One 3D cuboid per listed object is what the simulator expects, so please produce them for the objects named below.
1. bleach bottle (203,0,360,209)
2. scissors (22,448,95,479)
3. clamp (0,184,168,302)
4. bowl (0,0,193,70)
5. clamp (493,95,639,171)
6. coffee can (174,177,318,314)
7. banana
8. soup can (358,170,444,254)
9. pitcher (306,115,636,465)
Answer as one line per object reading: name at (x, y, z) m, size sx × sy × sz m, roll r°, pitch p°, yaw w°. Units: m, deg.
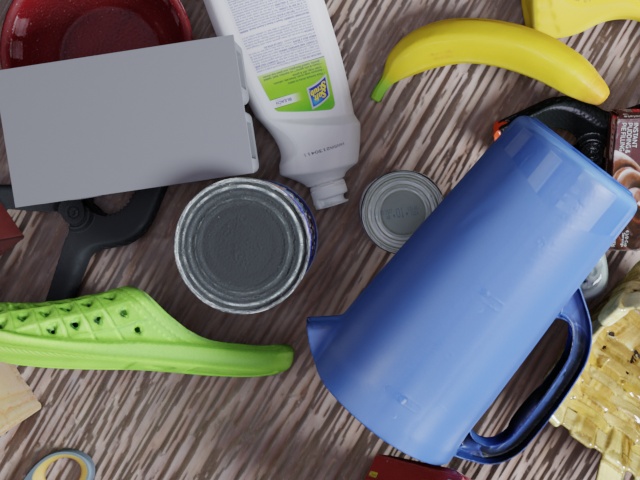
bleach bottle at (-0.034, -0.147, 0.891) m, size 0.102 × 0.068 × 0.251 m, roll -17°, pitch 94°, yaw 3°
scissors at (-0.283, 0.223, 0.941) m, size 0.202 × 0.016 × 0.096 m, roll 8°, pitch 91°, yaw 2°
clamp at (-0.217, -0.030, 0.916) m, size 0.210 × 0.036 × 0.164 m, roll -40°, pitch 91°, yaw 7°
bowl at (-0.183, -0.156, 0.899) m, size 0.162 × 0.055 × 0.162 m, roll 0°, pitch 93°, yaw 2°
clamp at (0.230, -0.068, 0.891) m, size 0.171 × 0.039 × 0.120 m, roll 2°, pitch 107°, yaw 11°
coffee can at (-0.056, 0.001, 0.858) m, size 0.103 × 0.140 × 0.103 m, roll 0°, pitch 93°, yaw 2°
banana at (0.137, -0.148, 0.879) m, size 0.198 × 0.037 × 0.069 m, roll 4°, pitch 110°, yaw 22°
soup can at (0.065, -0.024, 0.871) m, size 0.068 × 0.102 × 0.068 m, roll 0°, pitch 92°, yaw 2°
pitcher at (0.121, 0.040, 0.778) m, size 0.243 × 0.149 × 0.145 m, roll -52°, pitch 49°, yaw 12°
